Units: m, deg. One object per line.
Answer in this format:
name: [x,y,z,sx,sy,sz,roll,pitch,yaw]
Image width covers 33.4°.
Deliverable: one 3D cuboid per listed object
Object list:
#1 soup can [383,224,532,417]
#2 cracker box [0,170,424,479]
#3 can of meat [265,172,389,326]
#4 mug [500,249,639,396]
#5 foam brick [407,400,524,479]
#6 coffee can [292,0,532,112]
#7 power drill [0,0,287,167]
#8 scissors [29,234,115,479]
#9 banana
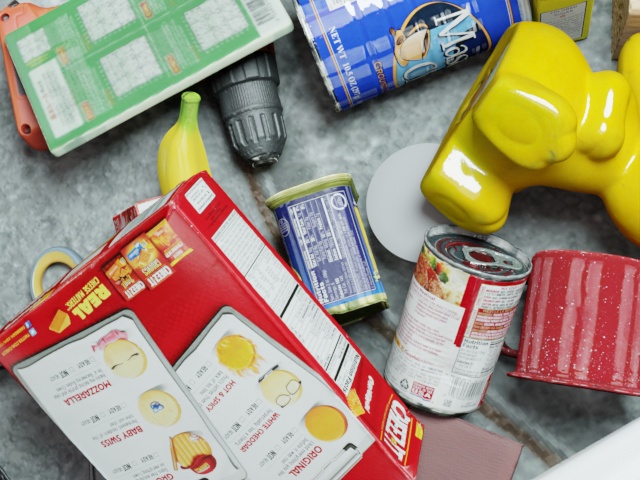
soup can: [0.084,0.050,0.668,0.068,0.068,0.102,20,114,11]
cracker box: [-0.066,0.088,0.643,0.164,0.072,0.213,-36,101,24]
can of meat: [0.008,0.011,0.696,0.057,0.102,0.084,-18,81,3]
mug: [0.160,0.051,0.676,0.117,0.093,0.081,3,82,44]
foam brick: [0.085,0.140,0.688,0.078,0.053,0.051,20,84,10]
coffee can: [0.057,-0.159,0.716,0.140,0.102,0.103,-22,78,4]
power drill: [-0.125,-0.123,0.762,0.187,0.057,0.184,-15,79,4]
scissors: [-0.173,0.089,0.751,0.096,0.016,0.202,12,81,8]
banana: [-0.063,0.003,0.706,0.037,0.070,0.198,-24,82,-28]
